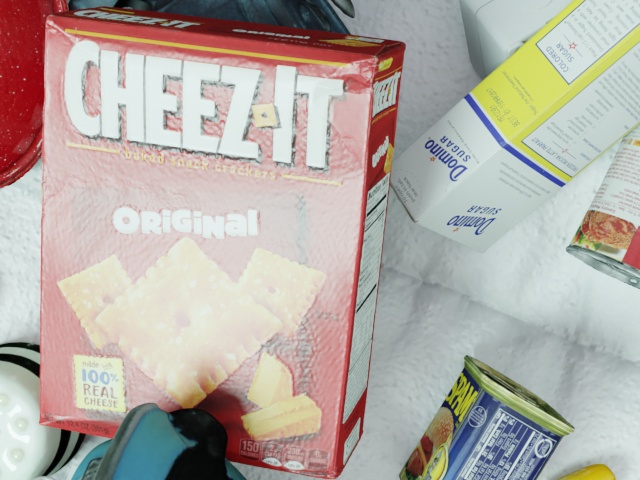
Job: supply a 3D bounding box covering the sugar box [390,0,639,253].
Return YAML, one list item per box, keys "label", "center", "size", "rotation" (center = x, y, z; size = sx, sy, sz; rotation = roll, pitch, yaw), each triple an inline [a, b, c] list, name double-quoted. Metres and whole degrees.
- label: "sugar box"
  center: [0.125, -0.070, 0.577]
  size: [0.176, 0.093, 0.048]
  rotation: [-39, 61, 19]

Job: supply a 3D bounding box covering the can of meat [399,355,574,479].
- label: "can of meat"
  center: [0.090, 0.119, 0.601]
  size: [0.057, 0.102, 0.084]
  rotation: [30, 92, -1]

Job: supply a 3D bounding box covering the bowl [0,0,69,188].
- label: "bowl"
  center: [-0.208, -0.106, 0.579]
  size: [0.162, 0.055, 0.162]
  rotation: [5, 99, 36]

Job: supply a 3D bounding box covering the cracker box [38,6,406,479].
- label: "cracker box"
  center: [-0.053, 0.001, 0.534]
  size: [0.164, 0.072, 0.214]
  rotation: [9, 108, 12]
